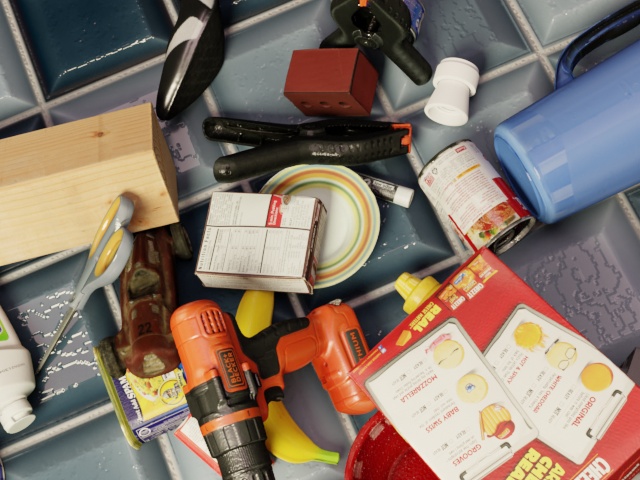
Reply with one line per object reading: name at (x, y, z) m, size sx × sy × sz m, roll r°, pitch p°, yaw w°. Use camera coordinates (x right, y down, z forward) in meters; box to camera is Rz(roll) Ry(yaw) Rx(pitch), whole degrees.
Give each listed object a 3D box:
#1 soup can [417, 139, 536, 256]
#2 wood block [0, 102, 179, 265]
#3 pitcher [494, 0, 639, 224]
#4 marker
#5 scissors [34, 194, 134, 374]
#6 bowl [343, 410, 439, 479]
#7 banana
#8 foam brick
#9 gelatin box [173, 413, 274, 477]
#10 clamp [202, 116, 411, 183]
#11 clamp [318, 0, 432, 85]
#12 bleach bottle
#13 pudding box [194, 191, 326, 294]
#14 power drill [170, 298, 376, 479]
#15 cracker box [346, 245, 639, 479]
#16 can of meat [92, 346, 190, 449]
soup can at (0.148, -0.038, 1.023) m, size 0.068 × 0.068 × 0.102 m, roll -34°, pitch 71°, yaw -6°
wood block at (-0.251, -0.053, 1.041) m, size 0.206 × 0.090 × 0.091 m, roll -14°, pitch 41°, yaw 1°
pitcher at (0.287, -0.124, 1.012) m, size 0.243 × 0.149 × 0.145 m, roll -28°, pitch 109°, yaw -1°
marker at (0.034, -0.060, 1.067) m, size 0.121 × 0.020 × 0.020 m, roll 19°, pitch 74°, yaw 11°
scissors at (-0.218, 0.054, 0.989) m, size 0.016 × 0.096 × 0.202 m, roll 22°, pitch 98°, yaw -26°
bowl at (0.103, 0.218, 0.947) m, size 0.162 × 0.055 × 0.162 m, roll -2°, pitch 71°, yaw 5°
banana at (-0.048, 0.129, 1.005) m, size 0.069 × 0.037 × 0.198 m, roll -15°, pitch 71°, yaw -20°
foam brick at (0.011, -0.159, 1.073) m, size 0.078 × 0.053 × 0.051 m, roll 4°, pitch 73°, yaw 29°
gelatin box at (-0.084, 0.187, 0.958) m, size 0.073 × 0.089 × 0.030 m, roll 39°, pitch 88°, yaw 15°
clamp at (-0.014, -0.091, 1.035) m, size 0.210 × 0.164 × 0.036 m, roll -1°, pitch 112°, yaw -2°
clamp at (0.041, -0.207, 1.045) m, size 0.120 × 0.171 × 0.039 m, roll 8°, pitch 70°, yaw 17°
bleach bottle at (-0.357, 0.079, 1.024) m, size 0.102 × 0.068 × 0.251 m, roll -22°, pitch 67°, yaw -41°
pudding box at (-0.057, 0.001, 1.021) m, size 0.114 × 0.039 × 0.090 m, roll 3°, pitch 67°, yaw 17°
power drill at (-0.030, 0.131, 0.930) m, size 0.057 × 0.187 × 0.184 m, roll -31°, pitch 73°, yaw 42°
cracker box at (0.151, 0.134, 0.873) m, size 0.164 × 0.072 × 0.214 m, roll -43°, pitch 57°, yaw -1°
can of meat at (-0.155, 0.131, 1.002) m, size 0.084 × 0.057 × 0.102 m, roll -24°, pitch 70°, yaw -4°
